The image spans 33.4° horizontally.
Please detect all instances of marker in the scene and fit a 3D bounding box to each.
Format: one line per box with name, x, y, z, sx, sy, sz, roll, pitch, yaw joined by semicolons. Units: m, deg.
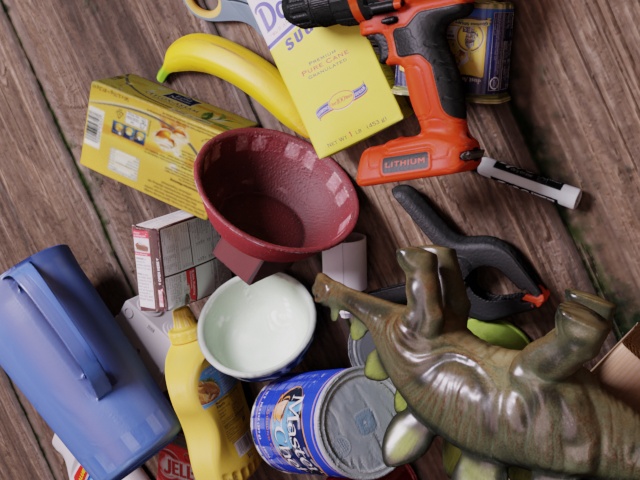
marker;0.171;-0.056;0.944;0.121;0.020;0.020;23;114;23

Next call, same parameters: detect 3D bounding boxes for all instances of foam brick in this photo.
foam brick;-0.057;0.001;1.058;0.051;0.078;0.053;40;119;17

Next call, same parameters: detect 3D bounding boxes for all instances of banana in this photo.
banana;-0.083;-0.162;1.054;0.198;0.037;0.069;25;143;25

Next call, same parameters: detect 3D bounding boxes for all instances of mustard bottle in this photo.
mustard bottle;-0.118;0.160;1.118;0.058;0.096;0.191;-9;104;29

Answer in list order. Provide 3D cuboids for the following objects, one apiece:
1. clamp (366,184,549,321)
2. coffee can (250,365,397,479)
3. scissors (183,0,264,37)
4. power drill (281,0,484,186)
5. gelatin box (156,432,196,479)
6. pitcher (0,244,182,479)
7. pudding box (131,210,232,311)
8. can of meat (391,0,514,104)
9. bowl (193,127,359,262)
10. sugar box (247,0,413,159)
clamp;0.122;0.034;0.986;0.172;0.039;0.120;29;118;20
coffee can;0.008;0.175;1.023;0.141;0.102;0.103;-17;95;60
scissors;-0.070;-0.206;1.044;0.096;0.016;0.202;-29;90;36
power drill;0.057;-0.142;0.894;0.185;0.057;0.187;-5;97;31
gelatin box;-0.143;0.266;1.210;0.089;0.030;0.073;17;112;25
pitcher;-0.254;0.131;1.115;0.145;0.149;0.243;-40;84;22
pudding box;-0.138;0.017;1.088;0.039;0.113;0.090;4;105;32
can of meat;0.115;-0.166;0.924;0.102;0.057;0.084;10;107;28
bowl;-0.047;-0.032;1.002;0.162;0.161;0.055;39;134;15
sugar box;0.006;-0.174;0.984;0.093;0.048;0.176;-25;93;21
